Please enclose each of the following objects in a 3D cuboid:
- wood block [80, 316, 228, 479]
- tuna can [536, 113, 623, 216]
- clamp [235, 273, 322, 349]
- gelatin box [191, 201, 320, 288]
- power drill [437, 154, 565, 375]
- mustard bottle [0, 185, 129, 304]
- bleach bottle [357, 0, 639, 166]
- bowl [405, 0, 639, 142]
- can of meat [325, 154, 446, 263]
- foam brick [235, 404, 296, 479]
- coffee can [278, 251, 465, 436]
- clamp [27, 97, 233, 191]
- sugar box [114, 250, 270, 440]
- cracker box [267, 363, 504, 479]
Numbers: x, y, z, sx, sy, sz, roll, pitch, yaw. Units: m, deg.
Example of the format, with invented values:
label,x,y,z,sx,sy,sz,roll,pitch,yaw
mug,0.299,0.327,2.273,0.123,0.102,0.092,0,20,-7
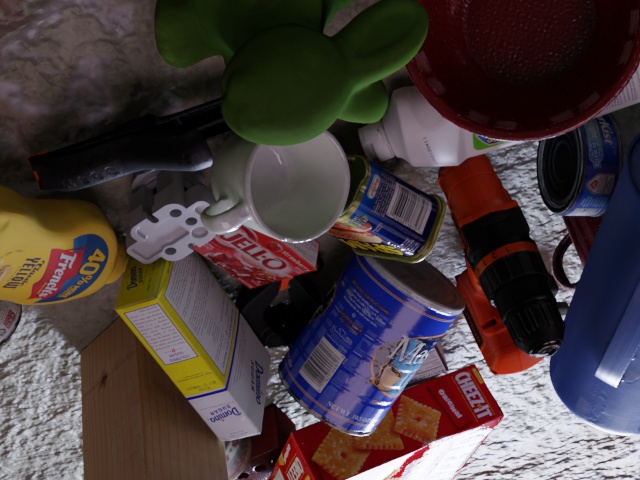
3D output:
label,x,y,z,sx,sy,sz,roll,pitch,yaw
wood block,-0.145,0.171,0.921,0.090,0.206,0.091,26,126,-37
tuna can,0.201,-0.061,0.834,0.033,0.086,0.086,0,138,-13
clamp,-0.050,0.083,0.974,0.120,0.039,0.171,-11,134,-8
gelatin box,-0.056,0.001,0.860,0.073,0.030,0.089,-17,140,35
power drill,0.152,0.041,0.880,0.057,0.184,0.187,-17,149,0
mustard bottle,-0.210,0.009,0.801,0.096,0.058,0.191,-47,155,18
bleach bottle,0.145,-0.118,0.775,0.251,0.068,0.102,-20,136,13
bowl,0.134,-0.147,0.703,0.162,0.162,0.055,-29,178,19
can of meat,0.031,-0.027,0.825,0.083,0.057,0.102,27,169,-34
foam brick,-0.066,0.216,1.111,0.078,0.051,0.053,-25,138,14
coffee can,0.043,0.081,0.915,0.102,0.103,0.140,22,110,-34
clamp,-0.120,-0.063,0.723,0.210,0.164,0.036,-13,105,23
sugar box,-0.101,0.078,0.886,0.048,0.093,0.176,-15,128,17
cracker box,0.059,0.220,1.074,0.213,0.072,0.164,-15,151,-25
